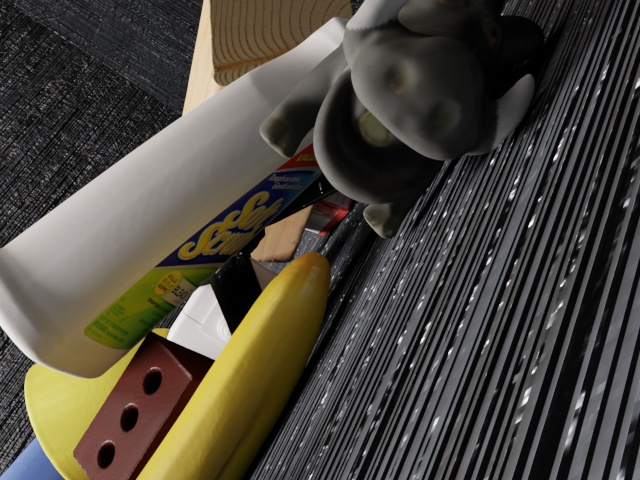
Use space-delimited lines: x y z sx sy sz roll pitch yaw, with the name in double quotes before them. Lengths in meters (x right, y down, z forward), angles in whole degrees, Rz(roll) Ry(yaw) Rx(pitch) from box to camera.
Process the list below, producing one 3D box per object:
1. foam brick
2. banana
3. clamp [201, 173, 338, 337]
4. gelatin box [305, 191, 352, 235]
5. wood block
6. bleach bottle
"foam brick" -0.078 0.096 0.539 0.053 0.051 0.078 35 94 48
"banana" -0.053 0.090 0.477 0.198 0.037 0.070 -55 17 1
"clamp" -0.054 0.001 0.616 0.210 0.036 0.164 -1 52 42
"gelatin box" 0.011 -0.056 0.798 0.073 0.030 0.089 136 151 -71
"wood block" -0.044 -0.073 0.723 0.206 0.090 0.090 114 154 -57
"bleach bottle" -0.047 -0.036 0.537 0.251 0.068 0.102 -40 -17 -1
